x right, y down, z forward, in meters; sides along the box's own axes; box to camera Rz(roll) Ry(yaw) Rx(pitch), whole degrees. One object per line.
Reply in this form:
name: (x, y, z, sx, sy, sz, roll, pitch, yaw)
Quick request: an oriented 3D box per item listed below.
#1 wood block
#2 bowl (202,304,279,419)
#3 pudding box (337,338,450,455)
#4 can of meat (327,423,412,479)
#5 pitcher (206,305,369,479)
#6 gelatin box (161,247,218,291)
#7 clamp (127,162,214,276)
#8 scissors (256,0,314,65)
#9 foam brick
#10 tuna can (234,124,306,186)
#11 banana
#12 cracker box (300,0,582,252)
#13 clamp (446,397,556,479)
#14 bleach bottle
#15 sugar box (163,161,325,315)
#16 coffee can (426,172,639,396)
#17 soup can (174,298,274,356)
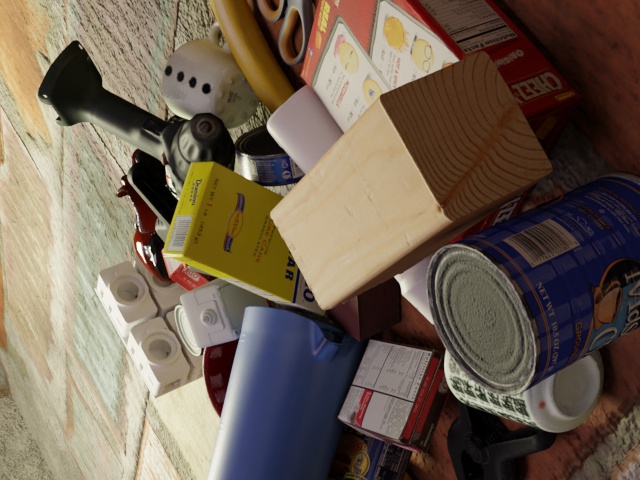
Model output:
wood block: (0.053, -0.032, 0.734, 0.090, 0.090, 0.206, 61, 152, 6)
bowl: (-0.054, 0.148, 1.215, 0.162, 0.055, 0.162, 3, 97, 30)
pudding box: (0.071, 0.142, 0.991, 0.039, 0.090, 0.114, 30, 167, -28)
can of meat: (0.049, 0.214, 1.074, 0.102, 0.057, 0.084, -5, 61, 62)
pitcher: (-0.046, 0.195, 1.069, 0.145, 0.243, 0.149, 10, 167, 24)
gelatin box: (-0.158, 0.039, 1.335, 0.073, 0.030, 0.089, 40, -174, -25)
clamp: (-0.142, -0.010, 1.135, 0.164, 0.036, 0.210, 39, 164, -6)
scissors: (-0.022, -0.246, 0.948, 0.096, 0.016, 0.202, 51, 149, 29)
foam brick: (0.041, 0.046, 1.013, 0.053, 0.051, 0.078, 36, 140, 45)
tuna can: (-0.038, -0.084, 1.022, 0.086, 0.086, 0.034, 29, 136, 51)
banana: (-0.067, -0.188, 1.037, 0.198, 0.037, 0.069, 63, 175, 2)
cracker box: (0.079, -0.117, 0.799, 0.214, 0.072, 0.164, 54, 151, 24)
clamp: (0.151, 0.177, 0.924, 0.120, 0.039, 0.171, 46, 152, 44)
bleach bottle: (0.059, -0.019, 0.905, 0.251, 0.068, 0.102, 53, -165, 15)
sugar box: (-0.056, 0.001, 1.005, 0.048, 0.176, 0.093, 3, 73, 53)
coffee can: (0.155, 0.026, 0.690, 0.103, 0.140, 0.103, 42, 144, 41)
soup can: (-0.114, 0.089, 1.273, 0.069, 0.102, 0.068, 41, 143, 41)
